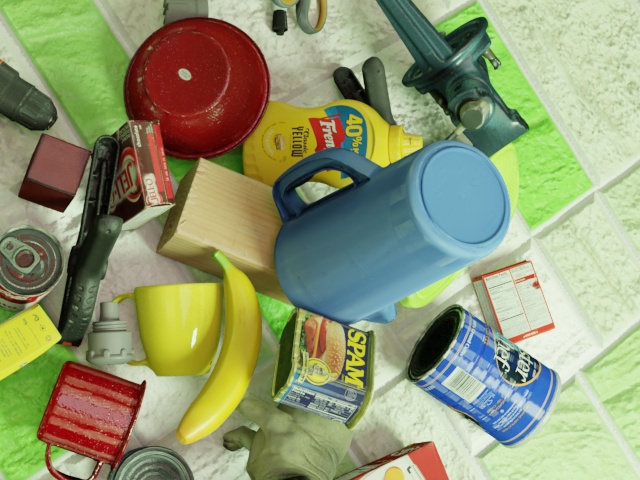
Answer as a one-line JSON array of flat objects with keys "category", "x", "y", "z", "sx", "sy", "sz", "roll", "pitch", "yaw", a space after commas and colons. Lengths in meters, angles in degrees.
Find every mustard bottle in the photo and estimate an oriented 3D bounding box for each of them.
[{"category": "mustard bottle", "x": 0.014, "y": -0.103, "z": 1.154, "sx": 0.192, "sy": 0.058, "sz": 0.096, "roll": 1, "pitch": 86, "yaw": 11}]

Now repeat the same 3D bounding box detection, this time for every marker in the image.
[{"category": "marker", "x": -0.048, "y": -0.296, "z": 1.246, "sx": 0.020, "sy": 0.020, "sz": 0.121, "roll": 3, "pitch": 77, "yaw": -21}]

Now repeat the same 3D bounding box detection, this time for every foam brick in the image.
[{"category": "foam brick", "x": -0.268, "y": -0.066, "z": 1.073, "sx": 0.051, "sy": 0.078, "sz": 0.053, "roll": 20, "pitch": 73, "yaw": -17}]

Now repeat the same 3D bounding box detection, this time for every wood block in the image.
[{"category": "wood block", "x": -0.057, "y": 0.001, "z": 1.134, "sx": 0.206, "sy": 0.090, "sz": 0.090, "roll": 23, "pitch": 69, "yaw": -15}]

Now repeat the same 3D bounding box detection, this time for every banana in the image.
[{"category": "banana", "x": -0.093, "y": 0.109, "z": 1.036, "sx": 0.069, "sy": 0.037, "sz": 0.197, "roll": 18, "pitch": 61, "yaw": -19}]

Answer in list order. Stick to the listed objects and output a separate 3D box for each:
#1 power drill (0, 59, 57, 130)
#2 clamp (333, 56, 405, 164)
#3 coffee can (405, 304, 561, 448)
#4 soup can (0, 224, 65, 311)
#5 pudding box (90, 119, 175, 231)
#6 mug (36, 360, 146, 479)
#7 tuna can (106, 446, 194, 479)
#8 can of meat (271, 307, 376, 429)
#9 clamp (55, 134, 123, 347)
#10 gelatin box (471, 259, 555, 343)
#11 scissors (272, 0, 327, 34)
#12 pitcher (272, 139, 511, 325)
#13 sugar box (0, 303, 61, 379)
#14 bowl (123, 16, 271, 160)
[{"category": "power drill", "x": -0.379, "y": -0.115, "z": 1.053, "sx": 0.184, "sy": 0.057, "sz": 0.187, "roll": 32, "pitch": 65, "yaw": -8}, {"category": "clamp", "x": 0.069, "y": -0.129, "z": 1.202, "sx": 0.039, "sy": 0.120, "sz": 0.171, "roll": -27, "pitch": 92, "yaw": -9}, {"category": "coffee can", "x": 0.180, "y": 0.151, "z": 1.185, "sx": 0.140, "sy": 0.103, "sz": 0.102, "roll": 35, "pitch": 68, "yaw": -11}, {"category": "soup can", "x": -0.288, "y": 0.029, "z": 1.029, "sx": 0.068, "sy": 0.102, "sz": 0.068, "roll": 5, "pitch": 76, "yaw": -21}, {"category": "pudding box", "x": -0.191, "y": -0.063, "z": 1.082, "sx": 0.039, "sy": 0.114, "sz": 0.090, "roll": -6, "pitch": 80, "yaw": -31}, {"category": "mug", "x": -0.226, "y": 0.177, "z": 1.028, "sx": 0.081, "sy": 0.093, "sz": 0.117, "roll": 21, "pitch": 73, "yaw": -11}, {"category": "tuna can", "x": -0.169, "y": 0.248, "z": 1.062, "sx": 0.086, "sy": 0.034, "sz": 0.086, "roll": 5, "pitch": 76, "yaw": -20}, {"category": "can of meat", "x": 0.003, "y": 0.121, "z": 1.026, "sx": 0.084, "sy": 0.058, "sz": 0.102, "roll": 20, "pitch": 42, "yaw": -13}, {"category": "clamp", "x": -0.224, "y": 0.011, "z": 1.035, "sx": 0.036, "sy": 0.210, "sz": 0.164, "roll": 11, "pitch": 36, "yaw": -17}, {"category": "gelatin box", "x": 0.228, "y": 0.075, "z": 1.262, "sx": 0.073, "sy": 0.030, "sz": 0.089, "roll": -17, "pitch": 84, "yaw": -23}, {"category": "scissors", "x": -0.025, "y": -0.341, "z": 1.252, "sx": 0.096, "sy": 0.016, "sz": 0.202, "roll": 9, "pitch": 73, "yaw": -45}, {"category": "pitcher", "x": 0.058, "y": -0.014, "z": 0.999, "sx": 0.149, "sy": 0.243, "sz": 0.145, "roll": 8, "pitch": 71, "yaw": -27}, {"category": "sugar box", "x": -0.333, "y": 0.125, "z": 0.994, "sx": 0.176, "sy": 0.093, "sz": 0.048, "roll": -35, "pitch": 92, "yaw": -24}, {"category": "bowl", "x": -0.136, "y": -0.168, "z": 1.127, "sx": 0.162, "sy": 0.055, "sz": 0.162, "roll": -1, "pitch": 81, "yaw": 5}]
